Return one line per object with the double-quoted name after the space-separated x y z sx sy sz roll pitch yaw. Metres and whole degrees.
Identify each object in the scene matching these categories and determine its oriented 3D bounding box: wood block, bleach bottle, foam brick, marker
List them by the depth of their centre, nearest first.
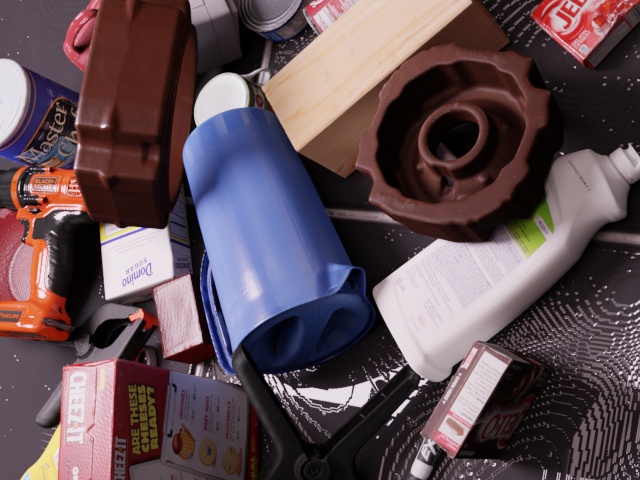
0.169 0.010 0.903 0.251 0.068 0.103 -37 60 17 "bleach bottle"
0.098 0.176 0.928 0.020 0.020 0.121 25 91 35 "marker"
0.059 -0.166 1.003 0.206 0.090 0.090 -39 59 18 "wood block"
-0.130 0.080 1.080 0.051 0.052 0.078 -25 66 25 "foam brick"

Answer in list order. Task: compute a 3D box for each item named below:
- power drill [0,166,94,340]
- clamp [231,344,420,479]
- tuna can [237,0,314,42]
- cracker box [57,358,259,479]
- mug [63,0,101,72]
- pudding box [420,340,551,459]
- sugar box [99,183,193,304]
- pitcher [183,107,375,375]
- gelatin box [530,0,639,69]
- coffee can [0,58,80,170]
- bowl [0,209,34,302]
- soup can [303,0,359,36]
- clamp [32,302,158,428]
-0.316 0.010 1.146 0.185 0.057 0.187 2 76 28 "power drill"
0.004 0.191 0.941 0.164 0.036 0.210 0 104 -4 "clamp"
-0.044 -0.254 1.127 0.086 0.033 0.086 -9 72 30 "tuna can"
-0.139 0.202 0.954 0.072 0.213 0.164 -10 72 30 "cracker box"
-0.242 -0.229 1.200 0.093 0.117 0.082 44 107 15 "mug"
0.136 0.130 0.860 0.039 0.113 0.090 31 95 31 "pudding box"
-0.192 -0.027 1.153 0.093 0.048 0.176 -17 71 26 "sugar box"
-0.057 0.001 1.015 0.149 0.145 0.243 -19 60 -5 "pitcher"
0.240 -0.206 0.935 0.089 0.030 0.073 -47 57 13 "gelatin box"
-0.316 -0.132 1.202 0.103 0.140 0.103 -9 72 30 "coffee can"
-0.342 0.027 1.224 0.162 0.055 0.162 -8 72 27 "bowl"
0.043 -0.234 1.045 0.102 0.068 0.068 -38 60 18 "soup can"
-0.249 0.110 1.138 0.171 0.039 0.120 -35 60 13 "clamp"
